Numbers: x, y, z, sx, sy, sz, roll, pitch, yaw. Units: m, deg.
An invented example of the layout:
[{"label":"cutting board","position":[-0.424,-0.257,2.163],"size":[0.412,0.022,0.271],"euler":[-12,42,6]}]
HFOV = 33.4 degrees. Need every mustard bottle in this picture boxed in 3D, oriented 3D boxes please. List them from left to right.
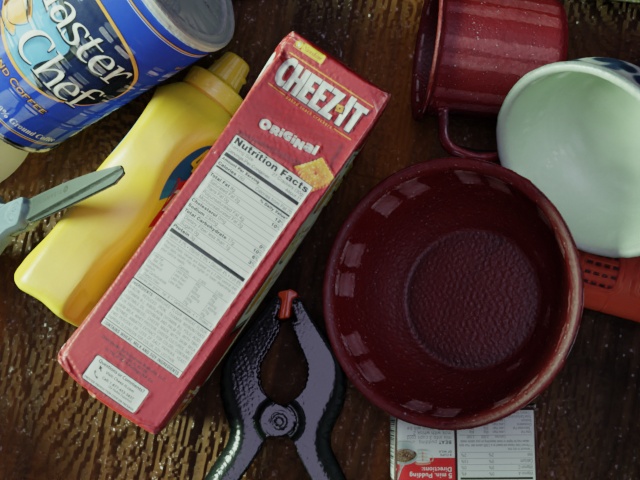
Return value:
[{"label":"mustard bottle","position":[-0.106,-0.036,0.657],"size":[0.058,0.096,0.191],"euler":[35,83,5]}]

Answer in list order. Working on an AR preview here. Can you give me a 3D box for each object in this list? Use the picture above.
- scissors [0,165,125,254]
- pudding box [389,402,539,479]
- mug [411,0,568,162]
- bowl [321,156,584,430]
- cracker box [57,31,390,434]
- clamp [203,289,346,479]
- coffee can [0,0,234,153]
[{"label":"scissors","position":[-0.183,0.003,0.622],"size":[0.016,0.202,0.096],"euler":[26,75,-40]},{"label":"pudding box","position":[0.088,0.156,0.657],"size":[0.090,0.039,0.113],"euler":[0,83,1]},{"label":"mug","position":[0.104,-0.105,0.669],"size":[0.081,0.093,0.117],"euler":[7,76,-4]},{"label":"bowl","position":[0.084,0.033,0.650],"size":[0.162,0.055,0.162],"euler":[-4,81,25]},{"label":"cracker box","position":[-0.054,0.001,0.616],"size":[0.072,0.164,0.213],"euler":[34,83,0]},{"label":"clamp","position":[-0.034,0.118,0.663],"size":[0.120,0.039,0.171],"euler":[-5,78,-6]},{"label":"coffee can","position":[-0.137,-0.128,0.631],"size":[0.140,0.102,0.103],"euler":[-26,81,24]}]
